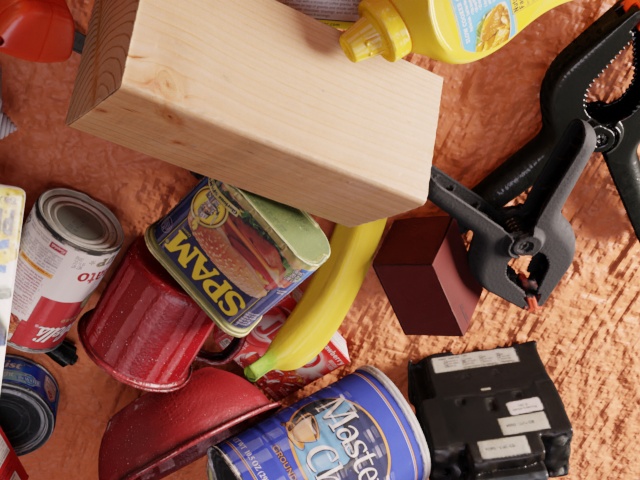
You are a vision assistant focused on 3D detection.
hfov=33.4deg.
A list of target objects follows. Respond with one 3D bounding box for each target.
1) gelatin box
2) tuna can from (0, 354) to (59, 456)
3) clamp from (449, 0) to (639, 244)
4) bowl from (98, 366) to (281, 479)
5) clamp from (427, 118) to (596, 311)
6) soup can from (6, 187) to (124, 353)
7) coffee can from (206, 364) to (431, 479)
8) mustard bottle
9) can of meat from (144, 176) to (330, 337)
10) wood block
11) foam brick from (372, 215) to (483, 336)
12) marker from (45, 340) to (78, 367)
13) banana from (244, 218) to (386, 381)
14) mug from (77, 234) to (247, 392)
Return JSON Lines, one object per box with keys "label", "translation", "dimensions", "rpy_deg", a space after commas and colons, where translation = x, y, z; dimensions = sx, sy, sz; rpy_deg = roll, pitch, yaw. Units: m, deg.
{"label": "gelatin box", "translation": [-0.031, 0.079, 0.843], "dimensions": [0.073, 0.030, 0.089], "rpy_deg": [-31, 124, 14]}
{"label": "tuna can", "translation": [-0.253, 0.134, 0.852], "dimensions": [0.086, 0.034, 0.086], "rpy_deg": [-3, 126, -5]}
{"label": "clamp", "translation": [0.182, -0.076, 0.755], "dimensions": [0.164, 0.036, 0.210], "rpy_deg": [-1, 129, -7]}
{"label": "bowl", "translation": [-0.113, 0.144, 0.835], "dimensions": [0.162, 0.162, 0.055], "rpy_deg": [-33, 79, 16]}
{"label": "clamp", "translation": [0.130, -0.009, 0.758], "dimensions": [0.120, 0.039, 0.171], "rpy_deg": [-6, 134, 2]}
{"label": "soup can", "translation": [-0.192, 0.021, 0.759], "dimensions": [0.068, 0.068, 0.102], "rpy_deg": [25, 119, -23]}
{"label": "coffee can", "translation": [-0.001, 0.172, 0.818], "dimensions": [0.140, 0.103, 0.103], "rpy_deg": [-25, 129, -20]}
{"label": "mustard bottle", "translation": [0.096, -0.161, 0.637], "dimensions": [0.191, 0.058, 0.096], "rpy_deg": [-32, 131, -7]}
{"label": "can of meat", "translation": [-0.055, 0.001, 0.729], "dimensions": [0.102, 0.057, 0.084], "rpy_deg": [48, 119, -2]}
{"label": "wood block", "translation": [-0.036, -0.085, 0.653], "dimensions": [0.205, 0.091, 0.090], "rpy_deg": [19, 162, -28]}
{"label": "foam brick", "translation": [0.081, 0.027, 0.795], "dimensions": [0.051, 0.053, 0.078], "rpy_deg": [0, 132, 32]}
{"label": "marker", "translation": [-0.233, 0.061, 0.812], "dimensions": [0.020, 0.020, 0.121], "rpy_deg": [-38, 121, 19]}
{"label": "banana", "translation": [0.012, 0.019, 0.778], "dimensions": [0.037, 0.069, 0.198], "rpy_deg": [28, 96, 17]}
{"label": "mug", "translation": [-0.107, 0.054, 0.780], "dimensions": [0.117, 0.093, 0.082], "rpy_deg": [25, 114, -17]}
